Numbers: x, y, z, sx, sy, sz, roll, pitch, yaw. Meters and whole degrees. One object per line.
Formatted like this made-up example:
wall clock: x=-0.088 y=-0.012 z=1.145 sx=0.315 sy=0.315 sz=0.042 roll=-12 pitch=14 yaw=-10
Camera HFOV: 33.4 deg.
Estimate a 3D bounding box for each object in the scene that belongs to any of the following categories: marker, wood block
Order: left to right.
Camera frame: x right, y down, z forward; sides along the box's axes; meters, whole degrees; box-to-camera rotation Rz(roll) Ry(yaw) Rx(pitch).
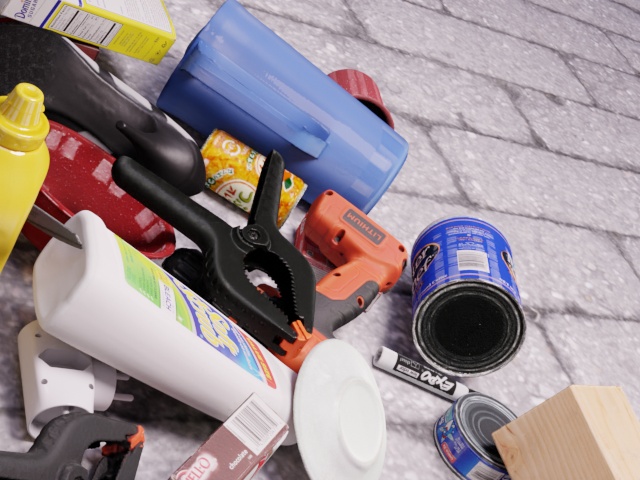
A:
marker: x=0.104 y=0.129 z=0.974 sx=0.121 sy=0.020 sz=0.020 roll=26 pitch=33 yaw=-14
wood block: x=0.235 y=0.229 z=0.857 sx=0.090 sy=0.091 sz=0.206 roll=9 pitch=50 yaw=-46

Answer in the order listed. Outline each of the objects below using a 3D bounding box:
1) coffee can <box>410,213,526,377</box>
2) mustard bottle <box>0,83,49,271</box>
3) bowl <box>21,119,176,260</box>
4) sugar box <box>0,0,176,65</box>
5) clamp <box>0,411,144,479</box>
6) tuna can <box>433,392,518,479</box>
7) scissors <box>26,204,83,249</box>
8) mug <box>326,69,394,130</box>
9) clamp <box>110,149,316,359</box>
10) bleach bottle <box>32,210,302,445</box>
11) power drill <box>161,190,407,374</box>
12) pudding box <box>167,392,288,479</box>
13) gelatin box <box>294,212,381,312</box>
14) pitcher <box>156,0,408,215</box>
coffee can: x=0.137 y=0.049 z=1.012 sx=0.102 sy=0.103 sz=0.140 roll=29 pitch=24 yaw=-10
mustard bottle: x=-0.227 y=-0.027 z=0.714 sx=0.058 sy=0.192 sz=0.096 roll=12 pitch=39 yaw=-32
bowl: x=-0.194 y=-0.025 z=0.847 sx=0.162 sy=0.055 sz=0.162 roll=39 pitch=15 yaw=-13
sugar box: x=-0.226 y=-0.231 z=1.010 sx=0.175 sy=0.048 sz=0.093 roll=10 pitch=45 yaw=-42
clamp: x=-0.161 y=0.165 z=0.654 sx=0.171 sy=0.039 sz=0.120 roll=-14 pitch=93 yaw=-61
tuna can: x=0.144 y=0.176 z=0.936 sx=0.086 sy=0.034 sz=0.086 roll=24 pitch=34 yaw=-17
scissors: x=-0.226 y=-0.049 z=0.768 sx=0.202 sy=0.096 sz=0.016 roll=6 pitch=5 yaw=44
mug: x=0.020 y=-0.138 z=1.193 sx=0.117 sy=0.093 sz=0.081 roll=-9 pitch=35 yaw=1
clamp: x=-0.056 y=0.001 z=0.869 sx=0.164 sy=0.036 sz=0.210 roll=-14 pitch=59 yaw=-40
bleach bottle: x=-0.090 y=0.081 z=0.785 sx=0.250 sy=0.068 sz=0.103 roll=36 pitch=15 yaw=-32
power drill: x=-0.021 y=0.035 z=0.922 sx=0.184 sy=0.057 sz=0.187 roll=39 pitch=47 yaw=4
pudding box: x=-0.077 y=0.162 z=0.701 sx=0.039 sy=0.090 sz=0.113 roll=42 pitch=32 yaw=7
gelatin box: x=0.017 y=0.019 z=1.026 sx=0.089 sy=0.030 sz=0.073 roll=27 pitch=33 yaw=-13
pitcher: x=-0.035 y=-0.121 z=1.071 sx=0.243 sy=0.145 sz=0.149 roll=35 pitch=52 yaw=-5
